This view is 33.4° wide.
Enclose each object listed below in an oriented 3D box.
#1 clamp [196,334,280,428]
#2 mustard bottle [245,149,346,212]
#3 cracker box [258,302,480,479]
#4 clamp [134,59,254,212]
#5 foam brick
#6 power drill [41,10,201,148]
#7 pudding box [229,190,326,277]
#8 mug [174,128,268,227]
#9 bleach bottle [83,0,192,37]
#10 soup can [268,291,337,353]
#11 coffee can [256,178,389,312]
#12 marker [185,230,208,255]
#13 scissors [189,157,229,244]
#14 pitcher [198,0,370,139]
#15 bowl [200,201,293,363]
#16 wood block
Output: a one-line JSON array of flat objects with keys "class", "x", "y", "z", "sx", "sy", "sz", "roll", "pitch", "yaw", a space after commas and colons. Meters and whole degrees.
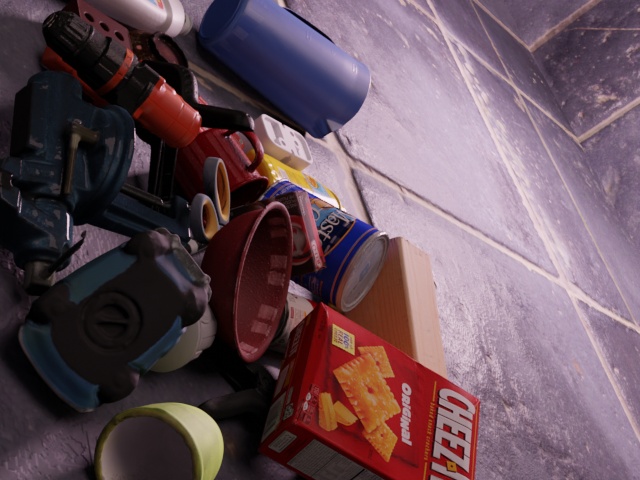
[{"class": "clamp", "x": -0.069, "y": 0.156, "z": 1.068, "sx": 0.171, "sy": 0.039, "sz": 0.120, "roll": 34, "pitch": 35, "yaw": -27}, {"class": "mustard bottle", "x": -0.026, "y": -0.048, "z": 1.383, "sx": 0.191, "sy": 0.058, "sz": 0.096, "roll": 22, "pitch": 36, "yaw": -49}, {"class": "cracker box", "x": 0.057, "y": 0.183, "z": 1.074, "sx": 0.213, "sy": 0.072, "sz": 0.164, "roll": 32, "pitch": 39, "yaw": -14}, {"class": "clamp", "x": -0.165, "y": -0.119, "z": 1.156, "sx": 0.036, "sy": 0.165, "sz": 0.210, "roll": 24, "pitch": 21, "yaw": -46}, {"class": "foam brick", "x": -0.259, "y": -0.225, "z": 1.199, "sx": 0.078, "sy": 0.051, "sz": 0.053, "roll": 28, "pitch": 35, "yaw": -44}, {"class": "power drill", "x": -0.222, "y": -0.171, "z": 1.082, "sx": 0.184, "sy": 0.057, "sz": 0.188, "roll": 41, "pitch": -5, "yaw": -32}, {"class": "pudding box", "x": -0.058, "y": 0.001, "z": 1.171, "sx": 0.039, "sy": 0.114, "sz": 0.090, "roll": -11, "pitch": 86, "yaw": -65}, {"class": "mug", "x": -0.112, "y": -0.081, "z": 1.209, "sx": 0.081, "sy": 0.117, "sz": 0.093, "roll": 55, "pitch": 32, "yaw": 13}, {"class": "bleach bottle", "x": -0.252, "y": -0.318, "z": 1.323, "sx": 0.250, "sy": 0.068, "sz": 0.102, "roll": 21, "pitch": 41, "yaw": -55}, {"class": "soup can", "x": -0.031, "y": 0.094, "z": 1.180, "sx": 0.102, "sy": 0.069, "sz": 0.068, "roll": 24, "pitch": 38, "yaw": -48}, {"class": "coffee can", "x": -0.006, "y": 0.005, "z": 1.231, "sx": 0.140, "sy": 0.103, "sz": 0.102, "roll": 29, "pitch": 17, "yaw": 20}, {"class": "marker", "x": -0.134, "y": 0.003, "z": 1.172, "sx": 0.020, "sy": 0.020, "sz": 0.121, "roll": 55, "pitch": 24, "yaw": 1}, {"class": "scissors", "x": -0.104, "y": 0.014, "z": 1.091, "sx": 0.096, "sy": 0.016, "sz": 0.202, "roll": -62, "pitch": 152, "yaw": -57}, {"class": "pitcher", "x": -0.053, "y": -0.269, "z": 1.541, "sx": 0.242, "sy": 0.145, "sz": 0.149, "roll": 33, "pitch": 0, "yaw": -33}, {"class": "bowl", "x": -0.079, "y": 0.037, "z": 1.058, "sx": 0.162, "sy": 0.055, "sz": 0.162, "roll": 10, "pitch": 90, "yaw": -74}, {"class": "wood block", "x": 0.088, "y": 0.112, "z": 1.276, "sx": 0.090, "sy": 0.091, "sz": 0.206, "roll": 29, "pitch": 50, "yaw": -54}]
